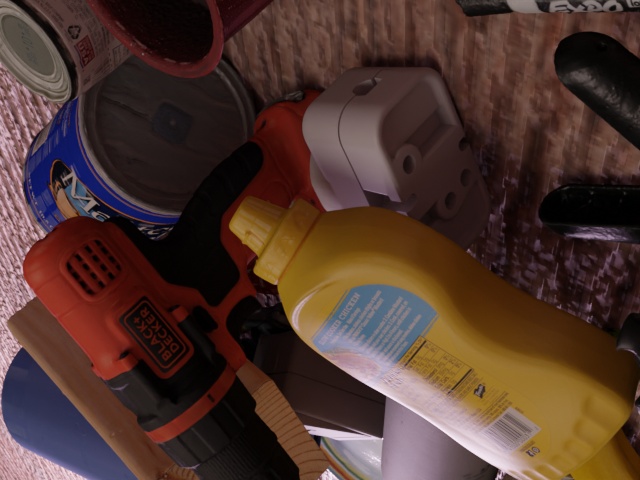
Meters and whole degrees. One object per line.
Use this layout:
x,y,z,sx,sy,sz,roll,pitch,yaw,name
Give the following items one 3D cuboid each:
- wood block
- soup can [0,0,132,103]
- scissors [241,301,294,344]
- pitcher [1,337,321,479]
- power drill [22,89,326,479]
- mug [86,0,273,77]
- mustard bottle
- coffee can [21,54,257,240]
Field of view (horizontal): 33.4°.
-0.101,0.094,0.665,0.206,0.090,0.090,33,158,47,wood block
-0.114,-0.125,0.542,0.069,0.102,0.068,32,150,21,soup can
-0.042,0.046,0.714,0.096,0.016,0.202,18,161,2,scissors
-0.130,0.148,0.817,0.243,0.149,0.145,9,153,37,pitcher
-0.030,0.026,0.550,0.184,0.187,0.057,52,149,-13,power drill
-0.060,-0.142,0.471,0.093,0.081,0.117,-8,124,55,mug
0.043,0.037,0.492,0.191,0.058,0.096,31,144,-1,mustard bottle
-0.112,-0.051,0.638,0.103,0.102,0.141,49,151,-10,coffee can
